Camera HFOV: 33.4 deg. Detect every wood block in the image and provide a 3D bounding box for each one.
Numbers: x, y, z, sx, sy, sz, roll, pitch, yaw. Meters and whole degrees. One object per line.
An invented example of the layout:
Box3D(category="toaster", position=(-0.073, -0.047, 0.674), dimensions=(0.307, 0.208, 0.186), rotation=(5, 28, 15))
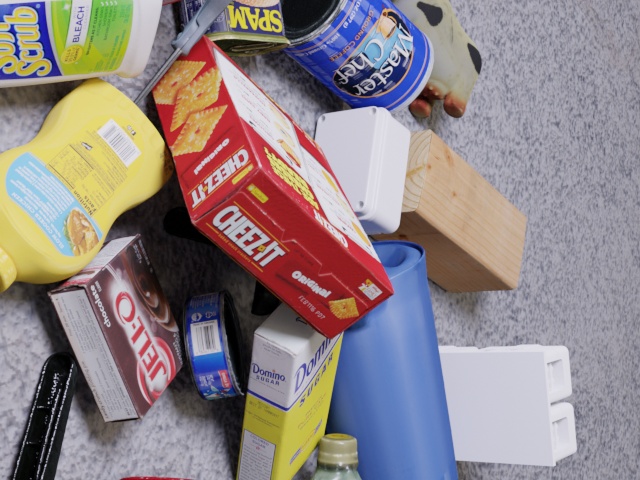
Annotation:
Box3D(category="wood block", position=(0.126, -0.024, 1.122), dimensions=(0.205, 0.091, 0.090), rotation=(34, 60, -45))

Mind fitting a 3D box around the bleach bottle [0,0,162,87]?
Box3D(category="bleach bottle", position=(-0.226, -0.137, 0.695), dimensions=(0.250, 0.103, 0.068), rotation=(-20, 58, -39))

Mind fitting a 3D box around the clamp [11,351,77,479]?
Box3D(category="clamp", position=(-0.207, 0.186, 0.698), dimensions=(0.164, 0.036, 0.210), rotation=(-3, 91, -70))

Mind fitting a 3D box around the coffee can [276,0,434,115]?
Box3D(category="coffee can", position=(0.028, -0.192, 1.007), dimensions=(0.140, 0.103, 0.103), rotation=(33, 61, -45))

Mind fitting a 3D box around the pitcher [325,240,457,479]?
Box3D(category="pitcher", position=(0.054, 0.126, 0.998), dimensions=(0.149, 0.145, 0.243), rotation=(-26, 110, -38))

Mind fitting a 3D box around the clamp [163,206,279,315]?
Box3D(category="clamp", position=(-0.056, 0.001, 0.911), dimensions=(0.120, 0.039, 0.171), rotation=(44, 23, 7))

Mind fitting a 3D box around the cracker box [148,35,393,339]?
Box3D(category="cracker box", position=(-0.044, -0.045, 0.828), dimensions=(0.164, 0.072, 0.214), rotation=(42, 15, -36))

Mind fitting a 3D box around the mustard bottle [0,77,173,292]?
Box3D(category="mustard bottle", position=(-0.189, -0.026, 0.747), dimensions=(0.096, 0.058, 0.191), rotation=(52, 48, -18))

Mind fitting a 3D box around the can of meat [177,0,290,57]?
Box3D(category="can of meat", position=(-0.078, -0.205, 0.914), dimensions=(0.101, 0.058, 0.084), rotation=(-9, 90, -51))

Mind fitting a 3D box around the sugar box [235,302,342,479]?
Box3D(category="sugar box", position=(-0.023, 0.123, 0.884), dimensions=(0.093, 0.048, 0.176), rotation=(-46, 155, -46))

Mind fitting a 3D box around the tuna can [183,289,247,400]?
Box3D(category="tuna can", position=(-0.084, 0.084, 0.856), dimensions=(0.086, 0.034, 0.086), rotation=(-10, 90, -87))

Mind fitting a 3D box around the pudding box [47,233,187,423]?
Box3D(category="pudding box", position=(-0.146, 0.065, 0.791), dimensions=(0.090, 0.039, 0.113), rotation=(-57, 129, -61))

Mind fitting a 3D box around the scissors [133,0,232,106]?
Box3D(category="scissors", position=(-0.100, -0.167, 0.841), dimensions=(0.016, 0.202, 0.096), rotation=(39, 18, -16))
